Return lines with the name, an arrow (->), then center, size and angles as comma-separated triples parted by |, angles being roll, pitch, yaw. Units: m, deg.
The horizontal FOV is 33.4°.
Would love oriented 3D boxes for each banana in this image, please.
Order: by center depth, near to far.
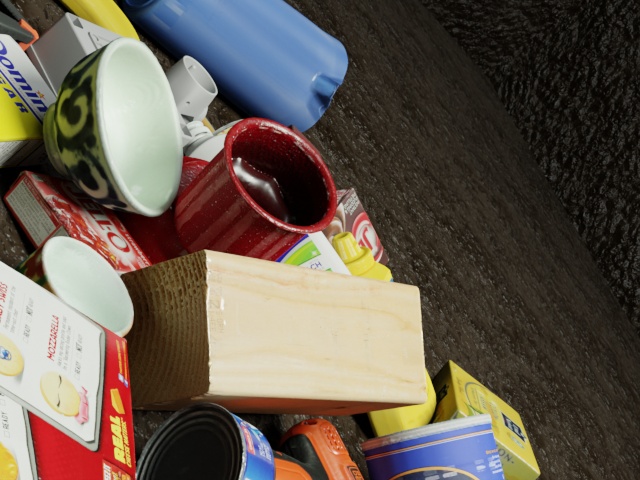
banana -> -0.223, -0.220, 0.967 | 0.197, 0.037, 0.069 | 47, 18, -20

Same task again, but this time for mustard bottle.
mustard bottle -> 0.049, 0.081, 0.962 | 0.191, 0.058, 0.096 | 69, 26, -18

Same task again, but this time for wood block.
wood block -> -0.028, 0.070, 0.731 | 0.205, 0.091, 0.090 | 12, 69, -46

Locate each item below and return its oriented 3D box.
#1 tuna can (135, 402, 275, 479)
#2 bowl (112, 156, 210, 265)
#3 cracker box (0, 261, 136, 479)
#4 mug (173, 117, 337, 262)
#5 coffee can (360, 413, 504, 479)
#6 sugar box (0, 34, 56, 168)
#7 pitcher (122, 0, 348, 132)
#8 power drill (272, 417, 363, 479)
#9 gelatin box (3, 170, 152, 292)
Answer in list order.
tuna can -> -0.068, 0.140, 0.620 | 0.033, 0.086, 0.086 | 39, 23, -42
bowl -> -0.090, -0.008, 0.802 | 0.162, 0.055, 0.162 | 25, 44, -27
cracker box -> -0.182, 0.073, 0.487 | 0.213, 0.072, 0.164 | 38, 23, -37
mug -> -0.041, -0.026, 0.751 | 0.117, 0.082, 0.093 | -14, 69, -48
coffee can -> 0.095, 0.211, 0.808 | 0.102, 0.103, 0.140 | 13, 61, -63
sugar box -> -0.235, -0.092, 0.692 | 0.093, 0.048, 0.176 | 55, 19, 3
pitcher -> -0.099, -0.227, 1.167 | 0.242, 0.149, 0.145 | 33, 42, -40
power drill -> -0.009, 0.197, 0.713 | 0.187, 0.057, 0.184 | 29, 27, -58
gelatin box -> -0.162, -0.004, 0.721 | 0.089, 0.030, 0.073 | 51, 17, 22
